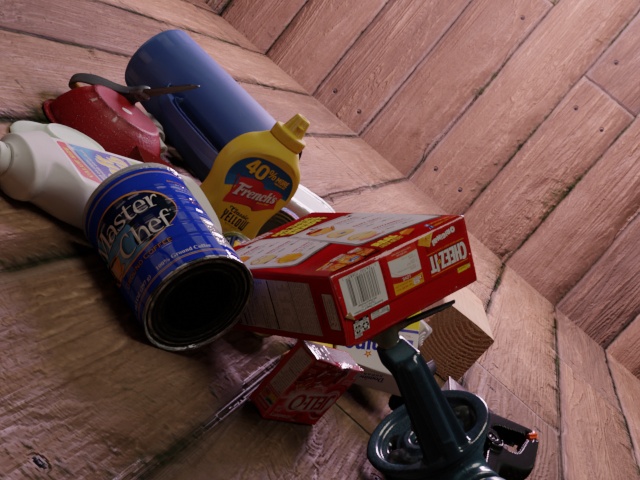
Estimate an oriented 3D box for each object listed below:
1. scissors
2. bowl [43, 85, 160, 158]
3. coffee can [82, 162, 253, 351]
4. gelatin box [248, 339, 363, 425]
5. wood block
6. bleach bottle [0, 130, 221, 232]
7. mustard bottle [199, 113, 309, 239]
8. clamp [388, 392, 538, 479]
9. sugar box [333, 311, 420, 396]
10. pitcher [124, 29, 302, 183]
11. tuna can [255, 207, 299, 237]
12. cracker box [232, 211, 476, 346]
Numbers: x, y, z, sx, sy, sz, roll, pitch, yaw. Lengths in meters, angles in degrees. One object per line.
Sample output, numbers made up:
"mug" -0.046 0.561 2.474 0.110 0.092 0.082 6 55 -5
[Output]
"scissors" -0.233 -0.185 1.281 0.096 0.016 0.202 29 -23 -30
"bowl" -0.243 -0.133 1.254 0.162 0.055 0.162 38 12 -10
"coffee can" -0.135 0.013 0.933 0.102 0.103 0.140 27 18 -49
"gelatin box" -0.011 0.130 0.962 0.030 0.073 0.089 49 14 31
"wood block" 0.185 0.122 1.570 0.090 0.091 0.206 39 12 -5
"bleach bottle" -0.209 -0.043 1.001 0.250 0.068 0.103 18 33 -51
"mustard bottle" -0.078 -0.059 1.157 0.096 0.192 0.058 33 14 -32
"clamp" 0.174 0.224 1.196 0.209 0.036 0.165 0 43 -53
"sugar box" 0.063 0.078 1.183 0.093 0.048 0.176 16 50 -10
"pitcher" -0.151 -0.161 1.392 0.243 0.144 0.149 48 -26 15
"tuna can" -0.058 0.002 1.260 0.086 0.086 0.033 40 10 -1
"cracker box" 0.008 0.031 0.976 0.163 0.072 0.214 -24 16 -36
